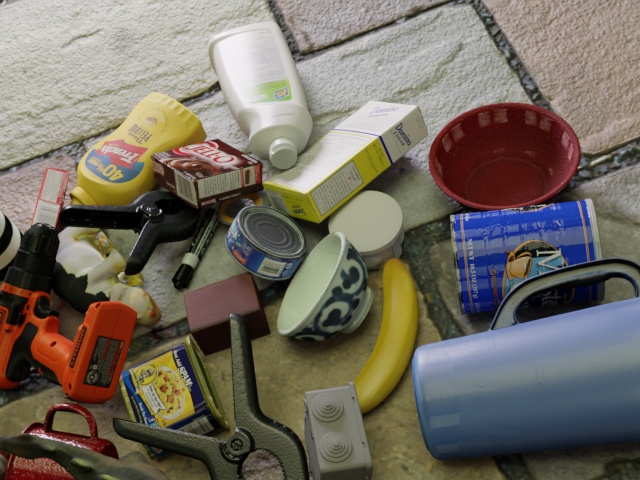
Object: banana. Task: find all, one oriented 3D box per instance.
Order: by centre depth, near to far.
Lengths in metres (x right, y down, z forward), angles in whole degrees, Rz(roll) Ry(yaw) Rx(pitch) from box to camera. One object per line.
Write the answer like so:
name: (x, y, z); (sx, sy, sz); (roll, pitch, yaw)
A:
banana: (0.063, 0.102, 1.084); (0.070, 0.037, 0.197); (16, 61, 22)

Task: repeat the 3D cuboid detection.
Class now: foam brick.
foam brick: (-0.099, 0.078, 1.133); (0.078, 0.053, 0.051); (-18, 53, -1)

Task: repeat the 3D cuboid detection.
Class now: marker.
marker: (-0.138, 0.004, 1.215); (0.020, 0.020, 0.121); (11, 59, 21)

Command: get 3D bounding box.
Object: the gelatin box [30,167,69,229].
gelatin box: (-0.319, -0.030, 1.249); (0.030, 0.073, 0.089); (13, 54, -12)

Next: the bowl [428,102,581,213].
bowl: (0.200, -0.076, 1.160); (0.162, 0.055, 0.162); (-7, 48, 8)

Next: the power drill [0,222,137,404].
power drill: (-0.273, 0.082, 1.113); (0.188, 0.057, 0.184); (13, 87, 42)

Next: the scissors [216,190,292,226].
scissors: (-0.038, -0.060, 1.232); (0.096, 0.016, 0.201); (34, 68, 18)

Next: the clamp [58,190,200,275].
clamp: (-0.202, -0.023, 1.186); (0.120, 0.039, 0.171); (35, 32, 14)

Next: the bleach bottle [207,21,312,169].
bleach bottle: (-0.070, -0.166, 1.259); (0.102, 0.068, 0.251); (-16, 41, 1)

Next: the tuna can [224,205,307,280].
tuna can: (-0.058, 0.001, 1.148); (0.086, 0.034, 0.086); (21, 34, -15)

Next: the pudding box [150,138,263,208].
pudding box: (-0.130, -0.079, 1.223); (0.089, 0.039, 0.114); (-18, 31, -28)

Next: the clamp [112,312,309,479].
clamp: (-0.073, 0.184, 1.014); (0.210, 0.036, 0.164); (41, 88, 12)

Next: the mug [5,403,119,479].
mug: (-0.247, 0.217, 1.041); (0.081, 0.093, 0.117); (7, 87, 12)

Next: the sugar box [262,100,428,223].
sugar box: (0.029, -0.090, 1.191); (0.176, 0.048, 0.093); (-36, 28, -23)

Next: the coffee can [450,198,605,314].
coffee can: (0.206, 0.017, 1.069); (0.140, 0.103, 0.103); (-6, 54, 10)

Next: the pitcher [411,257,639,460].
pitcher: (0.210, 0.121, 0.980); (0.243, 0.145, 0.149); (-11, 28, 10)

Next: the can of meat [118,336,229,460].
can of meat: (-0.150, 0.161, 1.084); (0.084, 0.057, 0.102); (-25, 54, -3)

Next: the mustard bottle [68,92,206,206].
mustard bottle: (-0.233, -0.092, 1.283); (0.096, 0.058, 0.191); (33, 69, 28)
